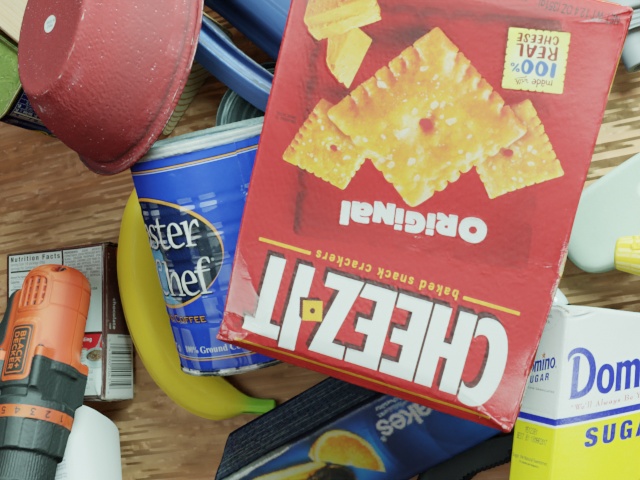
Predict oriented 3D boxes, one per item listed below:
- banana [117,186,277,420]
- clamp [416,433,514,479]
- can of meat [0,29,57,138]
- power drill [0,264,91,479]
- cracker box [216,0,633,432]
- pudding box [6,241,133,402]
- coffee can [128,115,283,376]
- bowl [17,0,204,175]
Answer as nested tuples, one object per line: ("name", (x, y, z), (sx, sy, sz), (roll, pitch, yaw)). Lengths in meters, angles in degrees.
("banana", (-0.102, 0.048, 0.743), (0.069, 0.037, 0.198), (-25, 76, -11))
("clamp", (0.069, 0.176, 0.650), (0.120, 0.039, 0.171), (35, 92, 18))
("can of meat", (-0.232, -0.122, 0.789), (0.102, 0.083, 0.057), (35, 99, 23))
("power drill", (-0.242, 0.113, 0.723), (0.188, 0.057, 0.184), (-8, 61, 27))
("cracker box", (0.050, -0.030, 0.546), (0.164, 0.072, 0.214), (16, 102, 13))
("pudding box", (-0.182, 0.061, 0.772), (0.090, 0.039, 0.113), (-6, 80, 25))
("coffee can", (-0.054, 0.001, 0.662), (0.103, 0.102, 0.140), (-9, 100, 22))
("bowl", (-0.134, -0.122, 0.627), (0.162, 0.055, 0.162), (-19, 66, 49))
